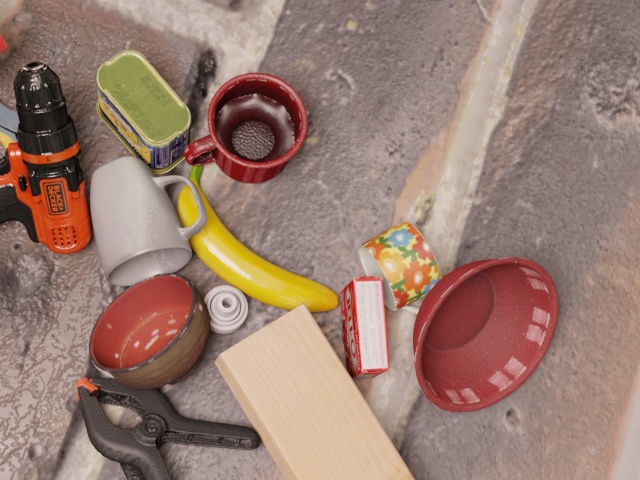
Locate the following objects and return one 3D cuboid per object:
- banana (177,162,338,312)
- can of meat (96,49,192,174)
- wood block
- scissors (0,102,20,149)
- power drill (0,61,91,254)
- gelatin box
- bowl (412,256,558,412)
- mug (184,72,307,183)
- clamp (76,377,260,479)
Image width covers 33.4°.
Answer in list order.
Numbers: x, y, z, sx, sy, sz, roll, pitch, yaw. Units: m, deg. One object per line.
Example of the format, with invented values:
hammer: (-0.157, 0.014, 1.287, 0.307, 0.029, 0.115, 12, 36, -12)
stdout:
banana: (-0.072, 0.011, 1.016, 0.198, 0.037, 0.069, 45, 76, 3)
can of meat: (-0.167, -0.121, 1.007, 0.057, 0.084, 0.102, -40, 86, -14)
wood block: (-0.003, 0.171, 0.965, 0.090, 0.090, 0.206, -31, 84, -13)
scissors: (-0.300, -0.134, 1.026, 0.096, 0.016, 0.202, -14, 80, -13)
power drill: (-0.306, -0.063, 0.946, 0.187, 0.057, 0.184, -6, 120, -4)
gelatin box: (0.040, 0.082, 0.999, 0.030, 0.073, 0.089, -3, 78, -10)
bowl: (0.143, 0.078, 1.000, 0.161, 0.055, 0.162, -13, 120, -24)
mug: (-0.074, -0.098, 1.017, 0.117, 0.081, 0.093, -25, 83, -13)
clamp: (-0.142, 0.173, 0.961, 0.171, 0.039, 0.120, 41, 49, 15)
